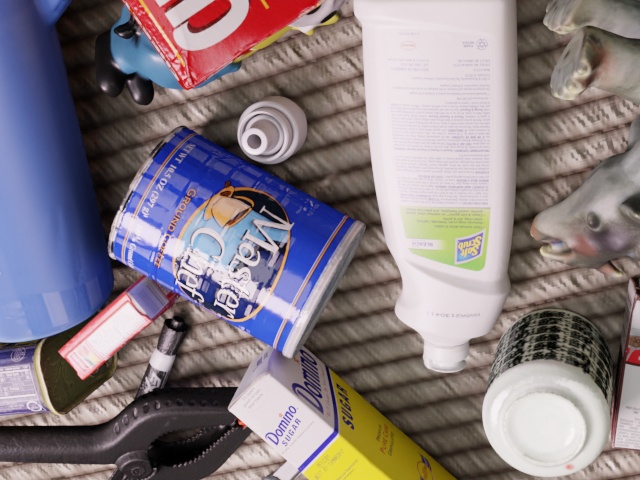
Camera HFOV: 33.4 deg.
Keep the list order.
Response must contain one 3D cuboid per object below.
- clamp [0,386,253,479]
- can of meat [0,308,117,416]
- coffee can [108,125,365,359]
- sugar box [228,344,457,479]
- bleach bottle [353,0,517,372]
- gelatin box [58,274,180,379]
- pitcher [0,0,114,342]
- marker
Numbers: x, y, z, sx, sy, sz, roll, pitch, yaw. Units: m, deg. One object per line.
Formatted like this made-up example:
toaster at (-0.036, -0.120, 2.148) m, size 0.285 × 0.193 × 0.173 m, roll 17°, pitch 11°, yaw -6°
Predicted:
clamp at (-0.138, 0.166, 0.800) m, size 0.210 × 0.036 × 0.164 m, roll -18°, pitch 132°, yaw 2°
can of meat at (-0.211, 0.090, 0.782) m, size 0.084 × 0.102 × 0.057 m, roll -8°, pitch 103°, yaw 19°
coffee can at (-0.055, 0.001, 0.713) m, size 0.140 × 0.102 × 0.103 m, roll 29°, pitch 111°, yaw 5°
sugar box at (0.022, 0.143, 0.734) m, size 0.176 × 0.093 × 0.048 m, roll 44°, pitch 103°, yaw -5°
bleach bottle at (0.074, -0.035, 0.691) m, size 0.103 × 0.068 × 0.251 m, roll 3°, pitch 109°, yaw 14°
gelatin box at (-0.135, 0.052, 0.756) m, size 0.073 × 0.089 × 0.030 m, roll -39°, pitch 95°, yaw 21°
pitcher at (-0.229, -0.056, 0.712) m, size 0.149 × 0.144 × 0.243 m, roll 16°, pitch 127°, yaw 41°
marker at (-0.128, 0.109, 0.809) m, size 0.020 × 0.020 × 0.121 m, roll 26°, pitch 111°, yaw 6°
